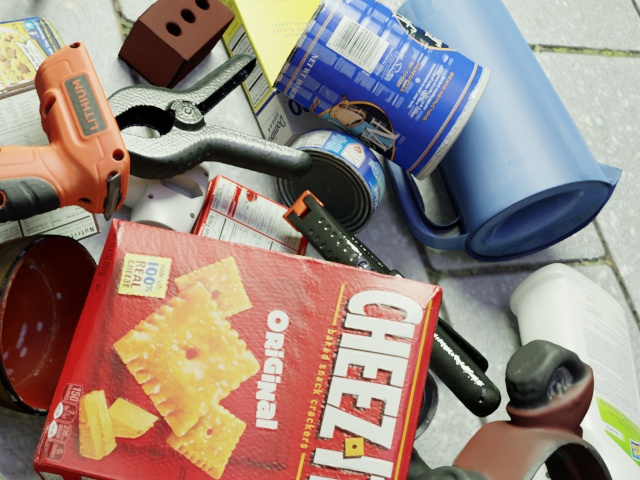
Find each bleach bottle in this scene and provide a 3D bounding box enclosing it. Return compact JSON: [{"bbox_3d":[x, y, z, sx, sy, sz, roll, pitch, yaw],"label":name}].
[{"bbox_3d":[0.206,0.136,0.826,0.102,0.068,0.250,32,36,-21],"label":"bleach bottle"}]

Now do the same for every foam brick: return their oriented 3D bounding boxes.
[{"bbox_3d":[-0.116,-0.167,0.865,0.053,0.051,0.078,40,49,-5],"label":"foam brick"}]

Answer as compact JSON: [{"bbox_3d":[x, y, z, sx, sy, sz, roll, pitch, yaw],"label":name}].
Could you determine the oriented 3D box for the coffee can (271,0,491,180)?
[{"bbox_3d":[0.047,-0.127,0.840,0.140,0.103,0.102,32,50,-4],"label":"coffee can"}]

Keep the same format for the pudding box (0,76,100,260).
[{"bbox_3d":[-0.205,-0.042,0.700,0.089,0.039,0.113,-22,113,-26],"label":"pudding box"}]

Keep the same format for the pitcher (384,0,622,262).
[{"bbox_3d":[0.139,-0.109,0.945,0.148,0.145,0.243,4,56,-43],"label":"pitcher"}]

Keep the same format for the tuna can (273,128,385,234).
[{"bbox_3d":[0.008,-0.046,0.844,0.086,0.086,0.033,39,48,-5],"label":"tuna can"}]

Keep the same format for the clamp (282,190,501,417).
[{"bbox_3d":[0.057,0.046,0.806,0.210,0.036,0.164,45,4,10],"label":"clamp"}]

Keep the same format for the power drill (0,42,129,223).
[{"bbox_3d":[-0.218,-0.060,0.620,0.187,0.057,0.184,-17,69,-22],"label":"power drill"}]

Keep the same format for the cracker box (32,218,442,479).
[{"bbox_3d":[-0.045,0.089,0.649,0.214,0.072,0.164,11,64,6],"label":"cracker box"}]

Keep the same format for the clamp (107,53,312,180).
[{"bbox_3d":[-0.091,-0.076,0.775,0.171,0.039,0.120,-22,58,-31],"label":"clamp"}]

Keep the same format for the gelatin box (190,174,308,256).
[{"bbox_3d":[-0.055,0.001,0.814,0.089,0.030,0.073,26,53,-17],"label":"gelatin box"}]

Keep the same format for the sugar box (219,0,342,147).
[{"bbox_3d":[-0.027,-0.159,0.918,0.093,0.048,0.176,-12,68,-36],"label":"sugar box"}]

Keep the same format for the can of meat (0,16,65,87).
[{"bbox_3d":[-0.220,-0.109,0.764,0.083,0.058,0.102,-21,75,-40],"label":"can of meat"}]
